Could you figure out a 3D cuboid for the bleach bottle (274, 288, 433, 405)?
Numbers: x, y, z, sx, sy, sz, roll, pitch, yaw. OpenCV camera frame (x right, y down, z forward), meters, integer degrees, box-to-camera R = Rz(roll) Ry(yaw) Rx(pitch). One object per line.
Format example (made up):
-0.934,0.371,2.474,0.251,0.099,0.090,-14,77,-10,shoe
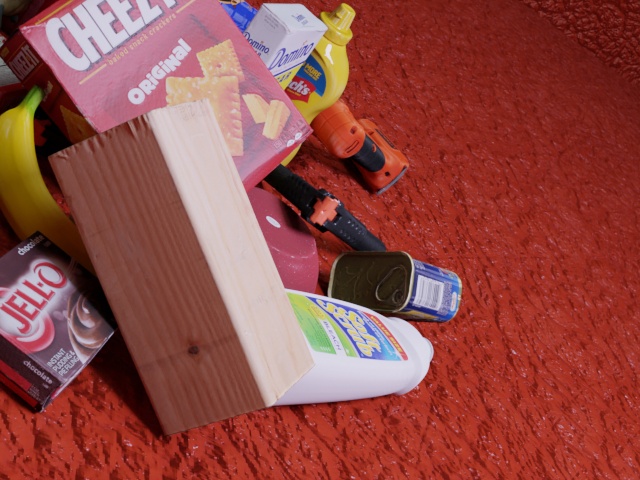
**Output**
0.017,0.089,0.917,0.250,0.068,0.103,8,41,-54,bleach bottle

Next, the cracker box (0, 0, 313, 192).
-0.129,-0.121,0.882,0.164,0.072,0.213,-44,104,-29,cracker box

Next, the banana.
-0.199,-0.025,0.794,0.198,0.069,0.037,60,-2,12,banana

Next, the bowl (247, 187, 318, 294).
-0.056,0.001,0.965,0.162,0.055,0.162,32,26,-18,bowl

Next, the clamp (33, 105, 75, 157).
-0.210,-0.103,0.941,0.120,0.039,0.171,43,17,20,clamp

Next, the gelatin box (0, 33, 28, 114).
-0.285,-0.148,0.915,0.089,0.030,0.073,41,25,7,gelatin box

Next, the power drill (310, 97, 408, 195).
0.018,-0.140,1.252,0.184,0.057,0.187,55,13,32,power drill

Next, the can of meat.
0.073,0.047,1.026,0.083,0.102,0.057,19,76,-44,can of meat

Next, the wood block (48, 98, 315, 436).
-0.093,0.017,0.740,0.206,0.091,0.090,69,23,-5,wood block

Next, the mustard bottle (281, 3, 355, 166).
-0.026,-0.171,1.127,0.096,0.192,0.058,45,27,10,mustard bottle

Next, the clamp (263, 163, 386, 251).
-0.006,-0.035,1.047,0.164,0.036,0.210,37,1,5,clamp

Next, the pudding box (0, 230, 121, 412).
-0.188,0.051,0.711,0.090,0.039,0.113,40,24,-3,pudding box

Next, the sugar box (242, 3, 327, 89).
-0.071,-0.150,1.047,0.048,0.176,0.093,45,25,8,sugar box
